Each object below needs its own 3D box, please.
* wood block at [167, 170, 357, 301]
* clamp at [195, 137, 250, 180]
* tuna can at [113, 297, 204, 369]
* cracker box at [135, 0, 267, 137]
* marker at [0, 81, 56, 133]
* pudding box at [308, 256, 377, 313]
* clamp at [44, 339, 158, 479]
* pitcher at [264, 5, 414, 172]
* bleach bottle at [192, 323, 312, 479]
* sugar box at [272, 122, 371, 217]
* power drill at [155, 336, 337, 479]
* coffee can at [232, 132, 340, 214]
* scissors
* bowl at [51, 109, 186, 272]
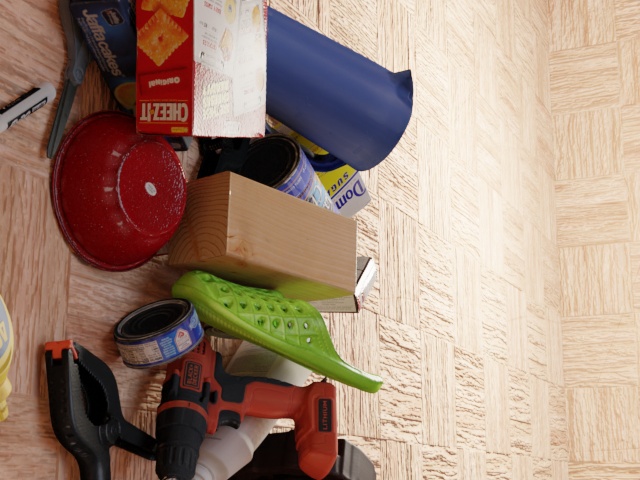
[{"bbox_3d":[-0.058,0.002,1.168,0.205,0.090,0.091,19,68,-46],"label":"wood block"},{"bbox_3d":[-0.123,-0.103,1.249,0.171,0.039,0.120,-15,101,-66],"label":"clamp"},{"bbox_3d":[-0.162,0.091,1.062,0.086,0.086,0.034,-53,131,-56],"label":"tuna can"},{"bbox_3d":[-0.116,-0.210,1.058,0.164,0.072,0.214,-12,105,-67],"label":"cracker box"},{"bbox_3d":[-0.273,-0.111,0.940,0.121,0.020,0.020,-54,133,-56],"label":"marker"},{"bbox_3d":[0.009,0.058,1.416,0.090,0.114,0.039,-58,139,-53],"label":"pudding box"},{"bbox_3d":[-0.204,0.178,1.007,0.164,0.036,0.210,-57,136,-63],"label":"clamp"},{"bbox_3d":[-0.020,-0.186,1.309,0.242,0.145,0.149,26,83,-26],"label":"pitcher"},{"bbox_3d":[-0.091,0.190,1.205,0.068,0.103,0.250,63,37,-22],"label":"bleach bottle"},{"bbox_3d":[-0.001,-0.097,1.455,0.048,0.093,0.176,43,-14,51],"label":"sugar box"},{"bbox_3d":[-0.076,0.188,1.098,0.184,0.187,0.057,-89,-158,-45],"label":"power drill"},{"bbox_3d":[-0.044,-0.050,1.334,0.140,0.103,0.102,58,35,-44],"label":"coffee can"},{"bbox_3d":[-0.243,-0.178,1.023,0.201,0.016,0.096,-73,150,-43],"label":"scissors"},{"bbox_3d":[-0.182,-0.050,1.042,0.161,0.055,0.162,4,85,-51],"label":"bowl"}]
